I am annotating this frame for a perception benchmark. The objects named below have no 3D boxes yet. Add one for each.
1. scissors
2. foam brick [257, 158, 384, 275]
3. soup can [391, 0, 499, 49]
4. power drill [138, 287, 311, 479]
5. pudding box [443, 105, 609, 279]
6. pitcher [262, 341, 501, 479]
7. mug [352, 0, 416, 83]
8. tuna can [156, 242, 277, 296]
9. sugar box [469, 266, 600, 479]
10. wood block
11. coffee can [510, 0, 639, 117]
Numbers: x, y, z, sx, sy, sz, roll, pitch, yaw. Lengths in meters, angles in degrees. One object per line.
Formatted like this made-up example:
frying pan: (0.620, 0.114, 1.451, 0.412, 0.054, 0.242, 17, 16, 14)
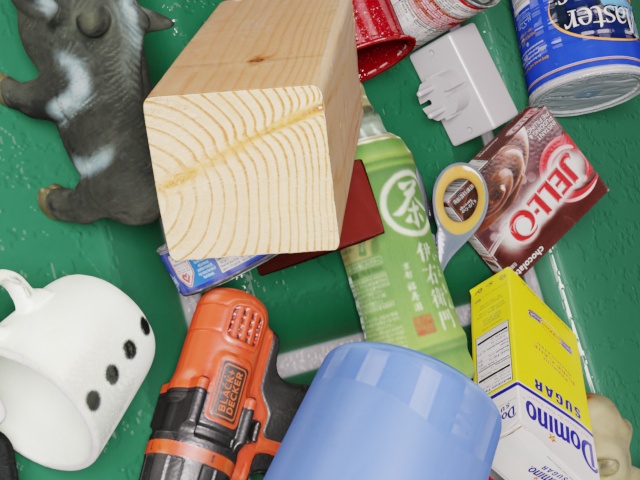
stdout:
scissors: (0.095, 0.028, 0.786, 0.096, 0.016, 0.202, -16, 84, -7)
foam brick: (-0.007, -0.014, 0.700, 0.051, 0.078, 0.053, -17, 86, -43)
soup can: (0.081, -0.189, 0.816, 0.068, 0.102, 0.068, 14, 66, -36)
power drill: (-0.020, 0.142, 0.649, 0.187, 0.057, 0.184, 30, 63, -30)
pudding box: (0.158, -0.037, 0.839, 0.113, 0.039, 0.090, -43, 106, -6)
pitcher: (0.017, 0.185, 0.560, 0.149, 0.145, 0.242, 75, 36, -57)
mug: (0.001, -0.156, 0.750, 0.117, 0.093, 0.081, -17, 81, -38)
tuna can: (-0.054, 0.001, 0.651, 0.086, 0.086, 0.034, -33, 99, -42)
sugar box: (0.153, 0.107, 0.770, 0.093, 0.048, 0.176, 42, 26, -22)
wood block: (-0.029, -0.076, 0.618, 0.206, 0.091, 0.090, -77, 162, -64)
coffee can: (0.222, -0.192, 0.935, 0.102, 0.103, 0.140, 3, 73, -39)
